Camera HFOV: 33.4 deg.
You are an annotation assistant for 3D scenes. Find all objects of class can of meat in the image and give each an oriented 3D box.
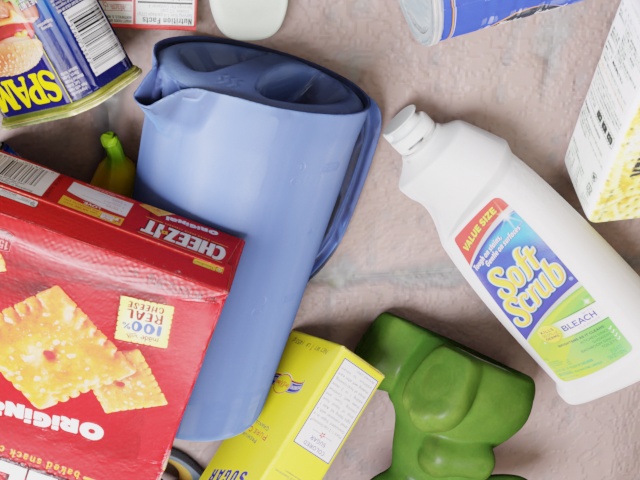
[{"bbox_3d":[-0.165,-0.118,0.623,0.057,0.102,0.084,-44,118,-38],"label":"can of meat"}]

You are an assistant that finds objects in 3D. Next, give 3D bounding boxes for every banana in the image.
[{"bbox_3d":[-0.171,0.017,0.696,0.069,0.037,0.198,22,103,-54],"label":"banana"}]

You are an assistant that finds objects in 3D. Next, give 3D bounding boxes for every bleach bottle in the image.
[{"bbox_3d":[0.134,0.006,0.742,0.250,0.068,0.103,43,131,-17],"label":"bleach bottle"}]

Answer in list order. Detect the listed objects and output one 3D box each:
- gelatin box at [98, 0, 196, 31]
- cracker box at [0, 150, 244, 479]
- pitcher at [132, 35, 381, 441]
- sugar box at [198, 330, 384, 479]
[{"bbox_3d":[-0.111,-0.173,0.646,0.073,0.030,0.089,-1,113,-12],"label":"gelatin box"},{"bbox_3d":[-0.155,0.072,0.614,0.164,0.072,0.214,20,116,-5],"label":"cracker box"},{"bbox_3d":[-0.054,0.001,0.684,0.149,0.145,0.243,15,113,-3],"label":"pitcher"},{"bbox_3d":[-0.035,0.149,0.727,0.048,0.093,0.176,39,77,-19],"label":"sugar box"}]
